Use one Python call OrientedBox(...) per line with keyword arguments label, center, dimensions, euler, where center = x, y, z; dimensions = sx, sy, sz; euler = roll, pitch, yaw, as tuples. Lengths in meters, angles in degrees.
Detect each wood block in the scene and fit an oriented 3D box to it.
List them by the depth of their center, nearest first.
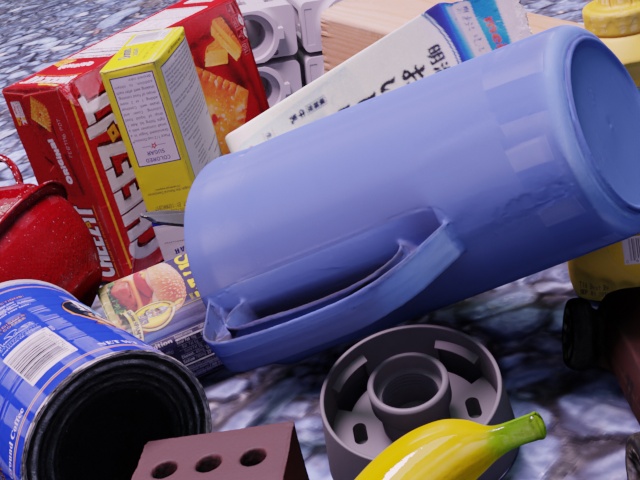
OrientedBox(label="wood block", center=(0.109, -0.140, 0.876), dimensions=(0.206, 0.091, 0.090), euler=(22, 43, 33))

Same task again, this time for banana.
OrientedBox(label="banana", center=(0.017, 0.137, 0.430), dimensions=(0.197, 0.037, 0.070), euler=(-50, 18, -31))

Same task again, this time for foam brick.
OrientedBox(label="foam brick", center=(-0.046, 0.125, 0.504), dimensions=(0.078, 0.051, 0.053), euler=(-10, 25, 10))

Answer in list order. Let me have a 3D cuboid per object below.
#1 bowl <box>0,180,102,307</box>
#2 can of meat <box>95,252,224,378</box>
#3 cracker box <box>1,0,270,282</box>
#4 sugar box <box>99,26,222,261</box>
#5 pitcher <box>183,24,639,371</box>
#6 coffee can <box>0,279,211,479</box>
OrientedBox(label="bowl", center=(-0.188, 0.044, 0.685), dimensions=(0.055, 0.162, 0.162), euler=(30, 34, 2))
OrientedBox(label="can of meat", center=(-0.091, 0.050, 0.682), dimensions=(0.084, 0.057, 0.102), euler=(-23, 26, -12))
OrientedBox(label="cracker box", center=(-0.129, -0.087, 0.861), dimensions=(0.072, 0.164, 0.213), euler=(2, 30, 37))
OrientedBox(label="sugar box", center=(-0.101, -0.056, 0.765), dimensions=(0.048, 0.176, 0.093), euler=(-8, 25, 11))
OrientedBox(label="pitcher", center=(0.047, -0.015, 0.572), dimensions=(0.243, 0.149, 0.144), euler=(-21, -22, 38))
OrientedBox(label="coffee can", center=(-0.138, 0.087, 0.574), dimensions=(0.102, 0.103, 0.141), euler=(-29, 28, -28))
